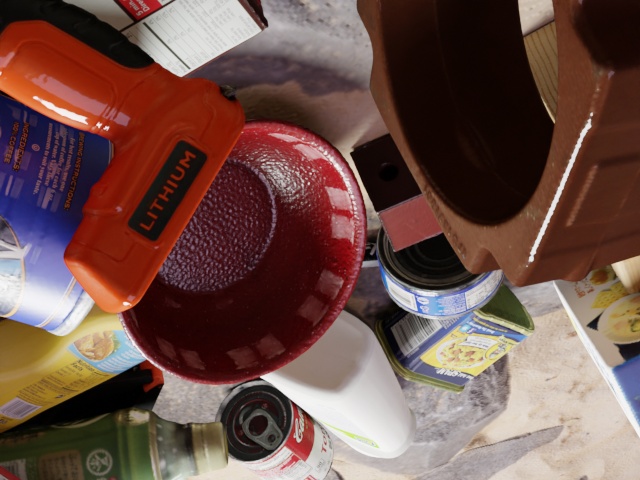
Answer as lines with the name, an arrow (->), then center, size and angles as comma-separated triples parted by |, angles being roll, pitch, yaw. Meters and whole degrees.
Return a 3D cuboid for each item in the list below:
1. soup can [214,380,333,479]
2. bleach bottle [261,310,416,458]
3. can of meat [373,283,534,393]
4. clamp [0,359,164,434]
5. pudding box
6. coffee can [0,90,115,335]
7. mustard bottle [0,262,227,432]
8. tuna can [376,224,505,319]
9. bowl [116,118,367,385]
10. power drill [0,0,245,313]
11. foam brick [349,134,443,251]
soup can -> -0.036, 0.165, 0.884 | 0.068, 0.068, 0.102 | -27, 146, 7
bleach bottle -> 0.018, 0.120, 0.843 | 0.068, 0.103, 0.250 | -60, 156, -15
can of meat -> 0.107, 0.069, 0.839 | 0.084, 0.057, 0.101 | -42, 141, 24
clamp -> -0.181, 0.137, 0.794 | 0.171, 0.039, 0.120 | -24, 146, 11
pudding box -> -0.094, -0.109, 0.504 | 0.113, 0.039, 0.090 | -26, 148, 12
coffee can -> -0.169, -0.024, 0.493 | 0.140, 0.103, 0.103 | 20, 130, -25
mustard bottle -> -0.148, 0.060, 0.688 | 0.192, 0.058, 0.096 | -26, 155, 6
tuna can -> 0.081, 0.008, 0.715 | 0.086, 0.086, 0.033 | -21, 144, -1
bowl -> -0.054, 0.001, 0.627 | 0.161, 0.055, 0.162 | -12, 116, -27
power drill -> -0.138, -0.050, 0.419 | 0.187, 0.057, 0.184 | 36, 79, -22
foam brick -> 0.068, -0.039, 0.674 | 0.078, 0.053, 0.051 | -24, 146, 3
